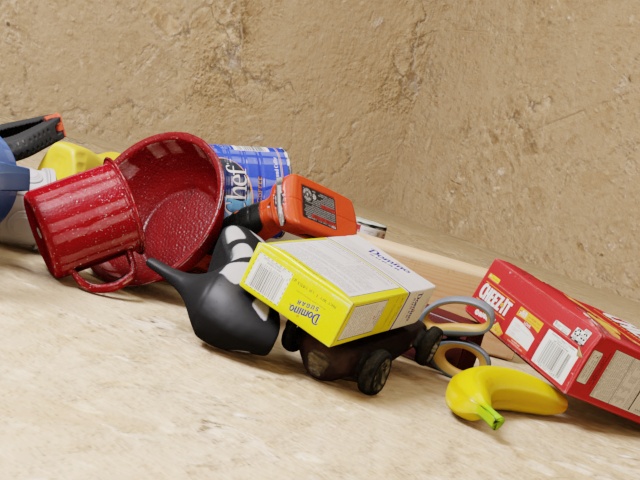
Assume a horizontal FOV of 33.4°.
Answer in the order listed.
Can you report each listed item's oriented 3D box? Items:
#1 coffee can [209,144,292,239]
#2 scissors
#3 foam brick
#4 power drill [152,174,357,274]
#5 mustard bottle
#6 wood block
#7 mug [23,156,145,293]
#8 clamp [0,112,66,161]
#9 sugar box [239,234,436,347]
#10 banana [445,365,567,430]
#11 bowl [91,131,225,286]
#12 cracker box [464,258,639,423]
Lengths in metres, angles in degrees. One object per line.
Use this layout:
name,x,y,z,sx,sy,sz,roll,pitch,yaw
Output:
coffee can,-0.111,-0.054,1.162,0.140,0.103,0.103,2,10,-18
scissors,0.080,0.100,1.033,0.202,0.096,0.016,-13,18,31
foam brick,0.116,0.097,1.068,0.078,0.053,0.051,20,6,26
power drill,-0.057,0.001,1.093,0.188,0.057,0.184,-22,-26,34
mustard bottle,-0.262,-0.060,1.285,0.058,0.096,0.191,20,6,24
wood block,0.129,0.064,1.242,0.206,0.091,0.090,16,6,-11
mug,-0.204,-0.007,0.934,0.081,0.117,0.093,-22,-14,-20
clamp,-0.379,-0.094,1.178,0.209,0.036,0.165,-20,26,-22
sugar box,0.019,0.037,0.871,0.093,0.048,0.176,34,14,22
banana,0.152,0.134,0.905,0.070,0.037,0.197,40,17,24
bowl,-0.148,-0.021,1.017,0.162,0.162,0.055,20,-14,35
cracker box,0.271,0.108,1.050,0.213,0.072,0.164,23,11,-35
